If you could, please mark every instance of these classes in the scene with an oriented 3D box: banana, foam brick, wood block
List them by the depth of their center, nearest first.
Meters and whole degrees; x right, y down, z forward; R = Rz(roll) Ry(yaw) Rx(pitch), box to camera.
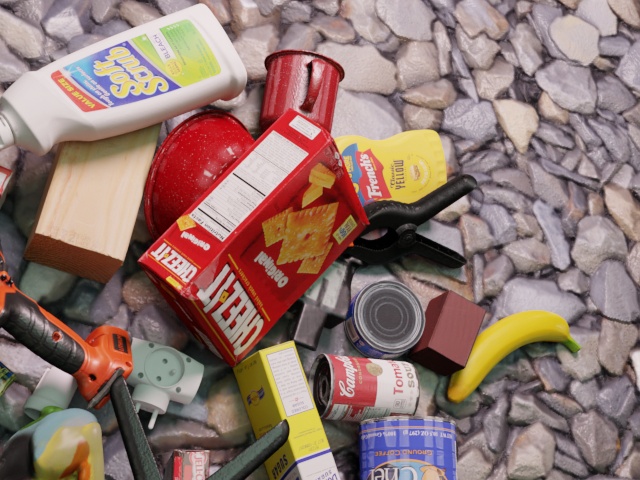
[{"bbox_3d":[-0.223,-0.073,1.082,0.090,0.091,0.206,19,66,-16],"label":"wood block"},{"bbox_3d":[0.142,0.104,1.192,0.051,0.053,0.078,31,64,-11],"label":"foam brick"},{"bbox_3d":[0.219,0.123,1.226,0.197,0.037,0.069,-17,80,-26],"label":"banana"}]

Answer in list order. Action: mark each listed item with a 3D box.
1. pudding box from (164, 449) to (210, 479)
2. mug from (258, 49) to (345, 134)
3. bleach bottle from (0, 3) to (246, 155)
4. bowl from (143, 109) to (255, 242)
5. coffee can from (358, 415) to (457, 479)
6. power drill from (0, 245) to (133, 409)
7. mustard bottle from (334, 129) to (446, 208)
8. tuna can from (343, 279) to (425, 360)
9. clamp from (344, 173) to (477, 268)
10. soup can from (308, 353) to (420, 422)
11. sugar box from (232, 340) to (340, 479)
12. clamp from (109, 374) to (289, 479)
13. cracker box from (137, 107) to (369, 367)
[{"bbox_3d":[-0.127,0.248,1.000,0.039,0.114,0.090,6,71,-12],"label":"pudding box"},{"bbox_3d":[-0.020,-0.159,1.182,0.093,0.117,0.081,14,73,-17],"label":"mug"},{"bbox_3d":[-0.201,-0.140,1.027,0.250,0.068,0.102,-29,86,-26],"label":"bleach bottle"},{"bbox_3d":[-0.102,-0.049,1.089,0.161,0.055,0.162,-25,125,-44],"label":"bowl"},{"bbox_3d":[0.090,0.257,1.091,0.102,0.103,0.140,7,70,-20],"label":"coffee can"},{"bbox_3d":[-0.267,0.068,1.000,0.187,0.184,0.057,36,100,-23],"label":"power drill"},{"bbox_3d":[0.048,-0.072,1.208,0.191,0.058,0.096,-6,96,-23],"label":"mustard bottle"},{"bbox_3d":[0.071,0.087,1.176,0.086,0.034,0.086,5,70,-15],"label":"tuna can"},{"bbox_3d":[0.098,-0.005,1.204,0.171,0.039,0.120,-14,119,-9],"label":"clamp"},{"bbox_3d":[0.046,0.158,1.126,0.102,0.069,0.068,8,70,-20],"label":"soup can"},{"bbox_3d":[-0.031,0.197,1.068,0.048,0.093,0.176,-12,77,-25],"label":"sugar box"},{"bbox_3d":[-0.118,0.230,0.925,0.164,0.036,0.210,8,70,-2],"label":"clamp"},{"bbox_3d":[-0.057,0.001,1.055,0.072,0.164,0.213,34,73,31],"label":"cracker box"}]
